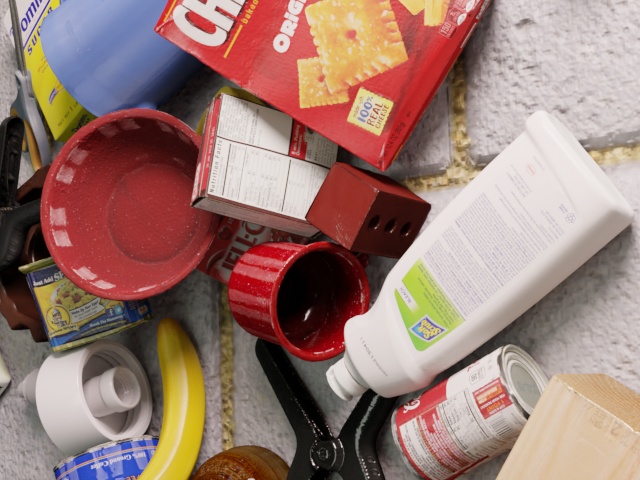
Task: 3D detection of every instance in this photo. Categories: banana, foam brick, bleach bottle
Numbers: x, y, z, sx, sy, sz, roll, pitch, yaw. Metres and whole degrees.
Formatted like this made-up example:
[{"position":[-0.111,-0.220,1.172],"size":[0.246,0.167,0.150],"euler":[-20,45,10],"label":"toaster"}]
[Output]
[{"position":[-0.133,0.159,0.938],"size":[0.037,0.069,0.197],"euler":[-35,32,44],"label":"banana"},{"position":[0.038,-0.023,0.834],"size":[0.051,0.078,0.053],"euler":[37,107,35],"label":"foam brick"},{"position":[0.098,0.026,0.775],"size":[0.251,0.068,0.103],"euler":[-42,64,20],"label":"bleach bottle"}]

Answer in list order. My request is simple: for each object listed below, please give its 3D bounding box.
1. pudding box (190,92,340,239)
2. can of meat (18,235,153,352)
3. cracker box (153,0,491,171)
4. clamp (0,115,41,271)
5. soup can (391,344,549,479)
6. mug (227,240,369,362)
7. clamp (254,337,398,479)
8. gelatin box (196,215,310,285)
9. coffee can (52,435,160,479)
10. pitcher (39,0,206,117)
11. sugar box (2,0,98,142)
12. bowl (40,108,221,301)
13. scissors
[{"position":[-0.042,-0.059,0.860],"size":[0.039,0.113,0.090],"euler":[154,127,-63],"label":"pudding box"},{"position":[-0.211,0.047,0.972],"size":[0.102,0.057,0.084],"euler":[-18,94,15],"label":"can of meat"},{"position":[0.004,-0.178,0.823],"size":[0.213,0.072,0.164],"euler":[32,107,2],"label":"cracker box"},{"position":[-0.313,-0.035,1.054],"size":[0.172,0.039,0.120],"euler":[-42,63,25],"label":"clamp"},{"position":[0.111,0.127,0.770],"size":[0.102,0.068,0.068],"euler":[-36,65,28],"label":"soup can"},{"position":[-0.013,0.037,0.855],"size":[0.082,0.117,0.093],"euler":[9,131,55],"label":"mug"},{"position":[0.004,0.167,0.866],"size":[0.165,0.036,0.210],"euler":[1,82,39],"label":"clamp"},{"position":[-0.056,0.001,0.906],"size":[0.089,0.073,0.030],"euler":[-56,15,19],"label":"gelatin box"},{"position":[-0.171,0.257,0.948],"size":[0.103,0.102,0.140],"euler":[-31,67,31],"label":"coffee can"},{"position":[-0.130,-0.227,0.951],"size":[0.243,0.149,0.145],"euler":[-35,30,25],"label":"pitcher"},{"position":[-0.264,-0.195,1.099],"size":[0.093,0.048,0.176],"euler":[-44,63,27],"label":"sugar box"},{"position":[-0.151,-0.027,0.901],"size":[0.162,0.055,0.162],"euler":[-2,81,14],"label":"bowl"},{"position":[-0.309,-0.161,1.094],"size":[0.096,0.016,0.202],"euler":[28,131,52],"label":"scissors"}]
